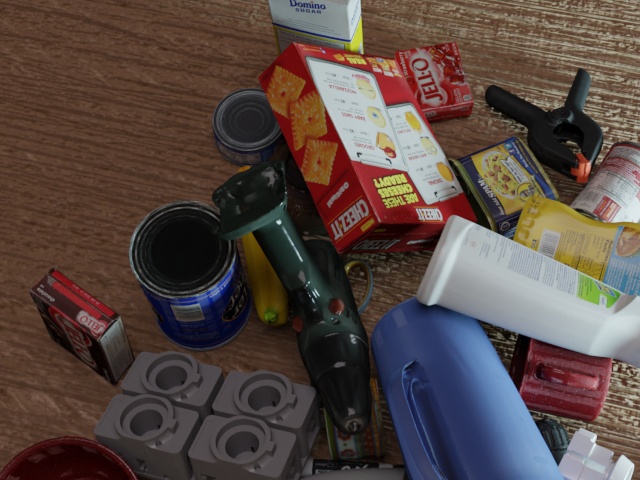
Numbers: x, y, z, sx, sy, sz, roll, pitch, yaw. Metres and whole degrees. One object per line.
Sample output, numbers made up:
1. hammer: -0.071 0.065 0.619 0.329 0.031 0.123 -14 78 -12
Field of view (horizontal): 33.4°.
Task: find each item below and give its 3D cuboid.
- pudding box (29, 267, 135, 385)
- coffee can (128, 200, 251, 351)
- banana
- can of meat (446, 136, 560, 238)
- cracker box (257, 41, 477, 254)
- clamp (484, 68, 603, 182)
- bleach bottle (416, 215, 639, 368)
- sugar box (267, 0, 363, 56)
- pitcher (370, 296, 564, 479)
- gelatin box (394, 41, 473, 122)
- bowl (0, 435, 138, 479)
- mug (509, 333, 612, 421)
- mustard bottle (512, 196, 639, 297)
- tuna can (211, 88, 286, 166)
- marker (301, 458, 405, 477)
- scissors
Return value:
1. pudding box: -0.233 0.086 1.055 0.090 0.113 0.039 34 67 17
2. coffee can: -0.126 0.038 1.057 0.103 0.140 0.103 -1 64 2
3. banana: -0.058 0.015 1.106 0.037 0.070 0.198 -7 55 -11
4. can of meat: 0.193 -0.053 1.133 0.084 0.057 0.102 -23 66 -11
5. cracker box: 0.048 -0.093 1.097 0.163 0.072 0.214 -2 61 -47
6. clamp: 0.246 -0.126 1.158 0.120 0.039 0.171 -9 42 8
7. bleach bottle: 0.220 0.061 0.980 0.251 0.068 0.102 23 30 6
8. sugar box: -0.003 -0.228 1.160 0.093 0.176 0.048 16 66 10
9. pitcher: 0.121 0.163 0.960 0.145 0.149 0.243 -10 47 -11
10. gelatin box: 0.128 -0.178 1.211 0.073 0.030 0.089 -10 64 -2
11. bowl: -0.228 0.265 0.989 0.162 0.055 0.162 -2 76 9
12. mug: 0.229 0.126 1.014 0.081 0.117 0.093 12 86 3
13. mustard bottle: 0.284 0.026 1.045 0.192 0.058 0.096 17 88 18
14. tuna can: -0.078 -0.128 1.195 0.086 0.034 0.086 -1 64 2
15. marker: 0.037 0.222 1.027 0.121 0.020 0.020 3 64 4
16. scissors: -0.012 0.099 1.091 0.096 0.016 0.201 22 67 15
